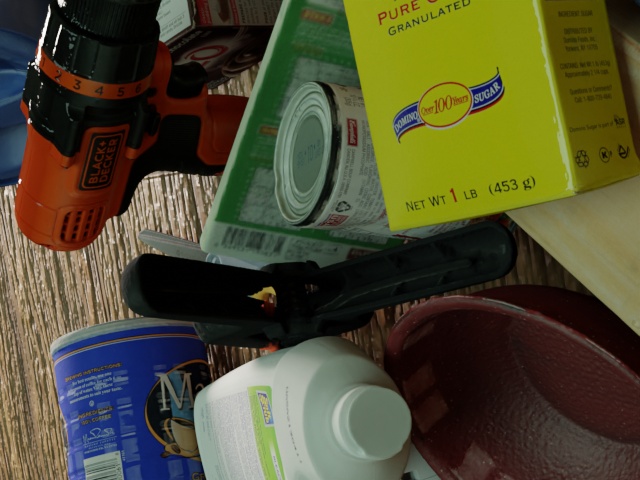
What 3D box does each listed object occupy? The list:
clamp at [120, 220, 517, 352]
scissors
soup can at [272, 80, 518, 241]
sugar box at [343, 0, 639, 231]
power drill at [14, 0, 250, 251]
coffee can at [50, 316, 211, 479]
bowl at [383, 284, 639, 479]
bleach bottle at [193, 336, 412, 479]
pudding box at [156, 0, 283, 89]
[{"bbox_3d":[-0.022,0.029,0.515,0.210,0.164,0.036,143,123,-69],"label":"clamp"},{"bbox_3d":[-0.054,0.001,0.683,0.202,0.016,0.096,35,122,37],"label":"scissors"},{"bbox_3d":[0.037,-0.033,0.495,0.069,0.102,0.068,-174,90,-66],"label":"soup can"},{"bbox_3d":[0.050,-0.097,0.382,0.094,0.048,0.176,-12,92,51],"label":"sugar box"},{"bbox_3d":[-0.055,-0.083,0.533,0.057,0.187,0.185,52,134,31],"label":"power drill"},{"bbox_3d":[-0.116,0.130,0.698,0.103,0.102,0.140,-29,66,47],"label":"coffee can"},{"bbox_3d":[0.108,0.074,0.468,0.162,0.055,0.162,30,143,25],"label":"bowl"},{"bbox_3d":[-0.008,0.107,0.553,0.251,0.068,0.102,145,109,-70],"label":"bleach bottle"},{"bbox_3d":[-0.071,-0.118,0.615,0.114,0.089,0.039,-22,82,48],"label":"pudding box"}]
